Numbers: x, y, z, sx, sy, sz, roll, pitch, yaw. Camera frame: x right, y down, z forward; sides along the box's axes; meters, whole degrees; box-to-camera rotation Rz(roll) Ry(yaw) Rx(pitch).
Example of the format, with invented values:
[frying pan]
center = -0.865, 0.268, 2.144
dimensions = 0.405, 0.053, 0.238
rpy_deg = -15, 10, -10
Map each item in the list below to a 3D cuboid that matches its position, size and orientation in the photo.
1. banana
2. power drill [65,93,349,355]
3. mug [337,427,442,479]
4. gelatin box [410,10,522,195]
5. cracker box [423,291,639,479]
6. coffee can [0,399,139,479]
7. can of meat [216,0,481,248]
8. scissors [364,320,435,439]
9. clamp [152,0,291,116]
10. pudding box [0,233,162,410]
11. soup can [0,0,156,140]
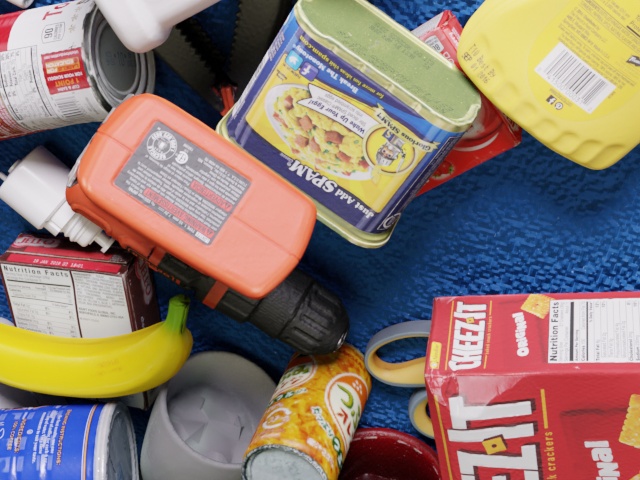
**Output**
[banana]
center = -0.153, 0.066, 0.655
dimensions = 0.198, 0.037, 0.069
rpy_deg = -6, 112, 23
[power drill]
center = -0.054, 0.001, 0.551
dimensions = 0.184, 0.057, 0.188
rpy_deg = 32, 168, -3
[mug]
center = 0.025, 0.185, 0.676
dimensions = 0.093, 0.117, 0.081
rpy_deg = 42, 145, 40
[gelatin box]
center = 0.049, -0.064, 0.548
dimensions = 0.089, 0.030, 0.073
rpy_deg = -26, 110, 32
[cracker box]
center = 0.173, 0.110, 0.581
dimensions = 0.214, 0.072, 0.164
rpy_deg = -3, 126, 15
[coffee can]
center = -0.192, 0.155, 0.668
dimensions = 0.140, 0.103, 0.103
rpy_deg = -4, 122, 1
[can of meat]
center = 0.014, -0.060, 0.508
dimensions = 0.102, 0.057, 0.084
rpy_deg = 35, 128, -2
[scissors]
center = 0.125, 0.081, 0.627
dimensions = 0.202, 0.016, 0.096
rpy_deg = -2, 123, 20
[clamp]
center = -0.076, -0.160, 0.523
dimensions = 0.165, 0.036, 0.210
rpy_deg = 1, 123, 12
[pudding box]
center = -0.152, 0.053, 0.693
dimensions = 0.090, 0.039, 0.113
rpy_deg = 7, 122, 16
[soup can]
center = -0.149, -0.091, 0.578
dimensions = 0.102, 0.068, 0.068
rpy_deg = -5, 120, 22
